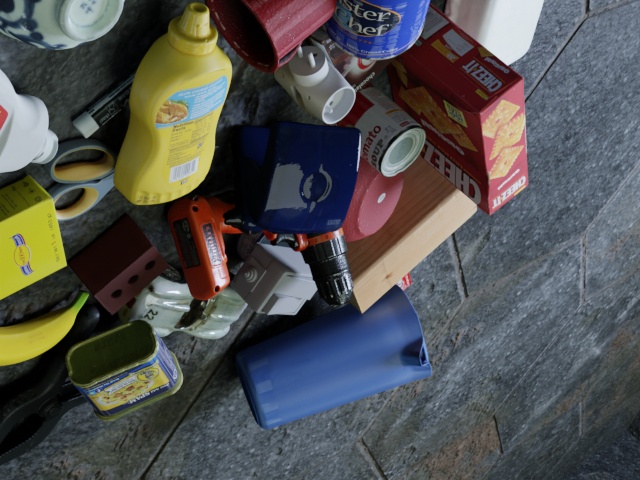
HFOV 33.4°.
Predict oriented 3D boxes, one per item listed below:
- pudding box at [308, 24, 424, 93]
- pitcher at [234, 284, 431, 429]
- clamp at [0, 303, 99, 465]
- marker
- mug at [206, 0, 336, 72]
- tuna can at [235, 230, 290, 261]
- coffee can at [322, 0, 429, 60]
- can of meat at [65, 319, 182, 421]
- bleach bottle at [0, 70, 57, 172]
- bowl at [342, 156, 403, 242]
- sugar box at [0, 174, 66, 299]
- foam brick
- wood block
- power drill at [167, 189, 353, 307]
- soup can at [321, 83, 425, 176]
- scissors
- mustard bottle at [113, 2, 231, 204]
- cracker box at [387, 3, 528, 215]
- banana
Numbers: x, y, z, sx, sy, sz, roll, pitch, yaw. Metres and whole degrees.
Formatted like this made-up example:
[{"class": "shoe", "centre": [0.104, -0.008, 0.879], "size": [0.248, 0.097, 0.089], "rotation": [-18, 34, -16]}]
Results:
[{"class": "pudding box", "centre": [0.046, -0.214, 1.084], "size": [0.113, 0.039, 0.090], "rotation": [-42, 141, -7]}, {"class": "pitcher", "centre": [0.013, 0.155, 1.418], "size": [0.242, 0.145, 0.149], "rotation": [-19, 160, -10]}, {"class": "clamp", "centre": [-0.294, 0.163, 1.137], "size": [0.209, 0.036, 0.164], "rotation": [-38, 150, -22]}, {"class": "marker", "centre": [-0.165, -0.135, 0.938], "size": [0.121, 0.020, 0.020], "rotation": [-41, 152, -9]}, {"class": "mug", "centre": [-0.039, -0.202, 0.947], "size": [0.081, 0.093, 0.117], "rotation": [-42, 149, -18]}, {"class": "tuna can", "centre": [-0.057, -0.003, 1.242], "size": [0.086, 0.034, 0.086], "rotation": [-33, 149, -23]}, {"class": "coffee can", "centre": [0.053, -0.239, 0.965], "size": [0.102, 0.103, 0.140], "rotation": [-39, 169, -12]}, {"class": "can of meat", "centre": [-0.205, 0.134, 1.113], "size": [0.102, 0.057, 0.084], "rotation": [-23, 147, -4]}, {"class": "bleach bottle", "centre": [-0.275, -0.110, 0.780], "size": [0.102, 0.068, 0.250], "rotation": [-49, 154, 7]}, {"class": "bowl", "centre": [0.050, -0.058, 1.254], "size": [0.161, 0.055, 0.162], "rotation": [-42, 147, -35]}, {"class": "sugar box", "centre": [-0.310, 0.022, 0.917], "size": [0.176, 0.048, 0.093], "rotation": [-33, 146, -27]}, {"class": "foam brick", "centre": [-0.200, 0.024, 1.065], "size": [0.078, 0.051, 0.053], "rotation": [-41, 152, -9]}, {"class": "wood block", "centre": [0.094, -0.017, 1.369], "size": [0.206, 0.090, 0.091], "rotation": [-41, 153, -9]}, {"class": "power drill", "centre": [-0.057, 0.001, 1.129], "size": [0.187, 0.184, 0.057], "rotation": [-19, -179, -35]}, {"class": "soup can", "centre": [0.057, -0.125, 1.163], "size": [0.068, 0.102, 0.068], "rotation": [-33, 150, -22]}, {"class": "scissors", "centre": [-0.186, -0.059, 1.015], "size": [0.201, 0.016, 0.096], "rotation": [0, 130, -54]}, {"class": "mustard bottle", "centre": [-0.123, -0.121, 0.926], "size": [0.096, 0.058, 0.192], "rotation": [-26, 150, -39]}, {"class": "cracker box", "centre": [0.152, -0.145, 1.199], "size": [0.072, 0.164, 0.213], "rotation": [-38, 151, -11]}, {"class": "banana", "centre": [-0.310, 0.088, 1.024], "size": [0.197, 0.037, 0.070], "rotation": [-8, 108, -53]}]
